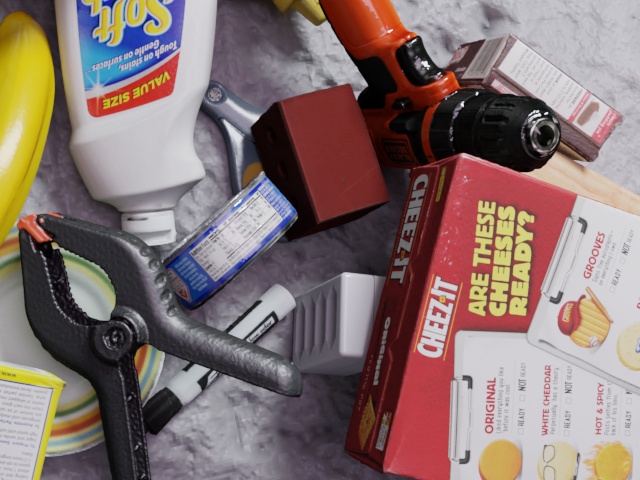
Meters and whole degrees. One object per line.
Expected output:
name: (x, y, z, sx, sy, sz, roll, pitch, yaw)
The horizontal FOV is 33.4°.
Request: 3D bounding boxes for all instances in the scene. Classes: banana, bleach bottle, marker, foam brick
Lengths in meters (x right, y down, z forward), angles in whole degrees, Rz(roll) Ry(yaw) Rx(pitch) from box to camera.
banana: (-0.178, -0.051, 0.574, 0.037, 0.070, 0.197, 43, 52, -46)
bleach bottle: (-0.099, -0.123, 0.613, 0.102, 0.068, 0.251, -4, 94, -4)
marker: (-0.062, 0.070, 0.627, 0.121, 0.020, 0.020, -42, 94, -24)
foam brick: (-0.001, -0.047, 0.641, 0.051, 0.053, 0.078, -17, 85, -23)

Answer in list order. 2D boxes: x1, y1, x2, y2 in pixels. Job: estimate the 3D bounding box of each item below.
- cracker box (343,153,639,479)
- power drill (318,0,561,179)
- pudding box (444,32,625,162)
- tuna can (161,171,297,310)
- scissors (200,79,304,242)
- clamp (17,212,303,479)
cracker box: (0.136, 0.064, 0.580, 0.213, 0.072, 0.164, 17, 82, -17)
power drill: (0.045, -0.118, 0.602, 0.057, 0.185, 0.187, -33, 108, -20)
pudding box: (0.130, -0.090, 0.687, 0.090, 0.113, 0.039, 33, 93, -11)
tuna can: (-0.054, 0.001, 0.610, 0.034, 0.086, 0.086, 48, 66, -6)
scissors: (-0.068, -0.069, 0.660, 0.201, 0.016, 0.096, 25, 70, -13)
clamp: (-0.092, 0.049, 0.567, 0.120, 0.039, 0.171, -31, 90, 1)
